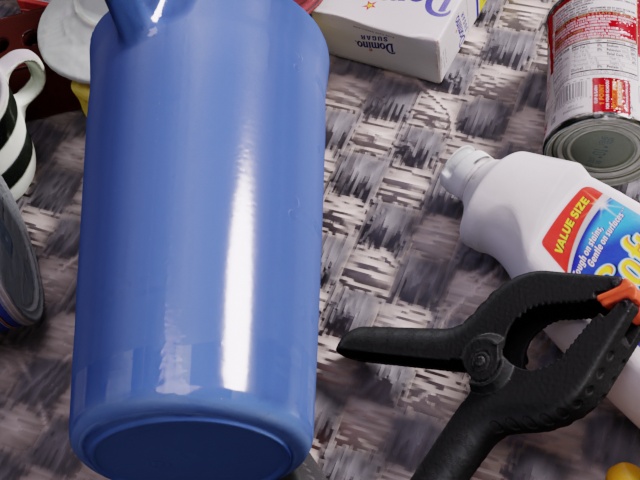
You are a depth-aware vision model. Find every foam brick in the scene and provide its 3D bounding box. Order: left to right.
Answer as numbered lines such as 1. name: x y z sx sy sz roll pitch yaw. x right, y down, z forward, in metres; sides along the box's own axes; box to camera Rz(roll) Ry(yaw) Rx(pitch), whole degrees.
1. foam brick: -0.188 -0.121 0.726 0.078 0.051 0.053 -14 56 1

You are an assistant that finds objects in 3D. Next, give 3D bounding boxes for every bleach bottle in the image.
1. bleach bottle: 0.154 0.031 0.557 0.102 0.068 0.251 -38 56 -17

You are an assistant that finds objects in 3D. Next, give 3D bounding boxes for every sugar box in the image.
1. sugar box: 0.075 -0.194 0.729 0.093 0.048 0.176 19 61 22

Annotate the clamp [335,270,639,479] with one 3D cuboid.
1. clamp: 0.080 0.060 0.535 0.172 0.039 0.120 -38 56 16

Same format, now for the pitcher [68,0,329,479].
1. pitcher: -0.054 0.001 0.540 0.149 0.145 0.243 9 55 -16
